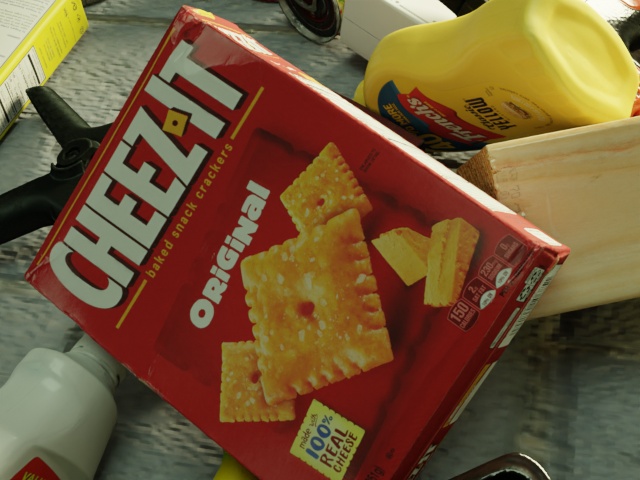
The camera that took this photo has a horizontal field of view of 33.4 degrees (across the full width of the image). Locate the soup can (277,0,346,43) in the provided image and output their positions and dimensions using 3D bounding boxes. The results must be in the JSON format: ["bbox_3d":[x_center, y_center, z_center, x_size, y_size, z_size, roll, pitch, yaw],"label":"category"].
[{"bbox_3d":[0.024,-0.196,0.765,0.102,0.068,0.069,-38,56,-24],"label":"soup can"}]

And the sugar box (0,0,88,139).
[{"bbox_3d":[-0.246,-0.116,0.743,0.093,0.048,0.176,14,56,18],"label":"sugar box"}]

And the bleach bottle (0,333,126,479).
[{"bbox_3d":[-0.167,0.127,0.476,0.068,0.102,0.250,15,45,23],"label":"bleach bottle"}]

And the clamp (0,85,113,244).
[{"bbox_3d":[-0.143,-0.046,0.649,0.210,0.036,0.164,-4,46,26],"label":"clamp"}]

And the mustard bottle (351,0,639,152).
[{"bbox_3d":[0.082,-0.090,0.630,0.192,0.096,0.058,-5,61,52],"label":"mustard bottle"}]

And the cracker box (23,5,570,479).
[{"bbox_3d":[-0.017,0.012,0.513,0.214,0.072,0.164,36,101,18],"label":"cracker box"}]
